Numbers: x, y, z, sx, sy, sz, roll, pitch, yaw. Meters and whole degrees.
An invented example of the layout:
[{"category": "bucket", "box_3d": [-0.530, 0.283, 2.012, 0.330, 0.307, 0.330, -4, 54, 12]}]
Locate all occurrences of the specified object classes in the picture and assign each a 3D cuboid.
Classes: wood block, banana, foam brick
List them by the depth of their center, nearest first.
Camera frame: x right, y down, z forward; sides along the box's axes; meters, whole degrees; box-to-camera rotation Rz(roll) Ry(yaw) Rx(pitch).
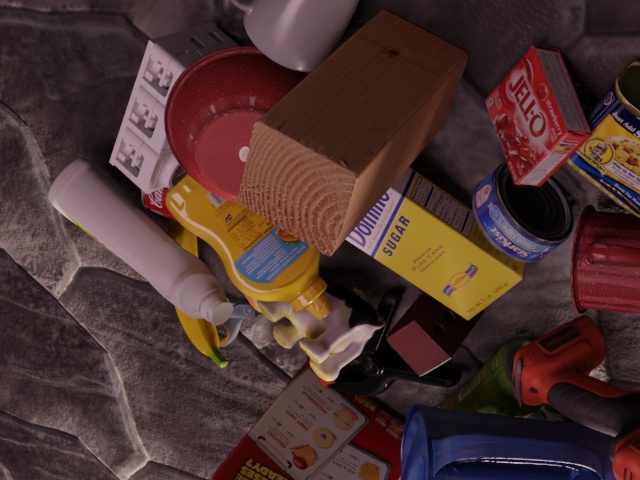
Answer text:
[{"category": "wood block", "box_3d": [0.030, -0.093, 0.870, 0.091, 0.205, 0.090, 30, 136, 13]}, {"category": "foam brick", "box_3d": [0.112, 0.084, 1.048, 0.053, 0.078, 0.051, 46, 139, -4]}, {"category": "banana", "box_3d": [-0.145, 0.048, 1.223, 0.070, 0.037, 0.198, -1, 107, 44]}]

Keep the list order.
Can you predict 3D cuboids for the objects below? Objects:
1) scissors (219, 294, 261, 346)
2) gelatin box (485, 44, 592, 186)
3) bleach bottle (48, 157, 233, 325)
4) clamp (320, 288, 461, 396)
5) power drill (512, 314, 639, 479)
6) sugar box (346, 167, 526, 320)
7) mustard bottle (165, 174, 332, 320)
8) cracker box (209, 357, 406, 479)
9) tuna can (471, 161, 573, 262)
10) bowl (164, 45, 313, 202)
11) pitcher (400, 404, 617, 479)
[{"category": "scissors", "box_3d": [-0.083, 0.094, 1.243, 0.202, 0.016, 0.096, 11, 126, 31]}, {"category": "gelatin box", "box_3d": [0.173, -0.100, 0.856, 0.073, 0.030, 0.089, -51, 45, 49]}, {"category": "bleach bottle", "box_3d": [-0.185, 0.008, 1.143, 0.251, 0.068, 0.102, 37, 176, 34]}, {"category": "clamp", "box_3d": [0.069, 0.131, 1.146, 0.120, 0.039, 0.172, 52, 136, 3]}, {"category": "power drill", "box_3d": [0.274, 0.130, 0.918, 0.188, 0.184, 0.057, 29, 133, 50]}, {"category": "sugar box", "box_3d": [0.095, -0.004, 0.988, 0.176, 0.048, 0.093, 31, 139, -10]}, {"category": "mustard bottle", "box_3d": [-0.057, 0.001, 1.047, 0.191, 0.096, 0.058, 49, 166, 0]}, {"category": "cracker box", "box_3d": [-0.007, 0.251, 1.169, 0.164, 0.213, 0.072, 35, 137, 7]}, {"category": "tuna can", "box_3d": [0.173, -0.026, 0.909, 0.086, 0.086, 0.034, 43, 136, -1]}, {"category": "bowl", "box_3d": [-0.063, -0.089, 0.951, 0.162, 0.055, 0.162, 1, 125, 2]}, {"category": "pitcher", "box_3d": [0.199, 0.222, 0.984, 0.242, 0.149, 0.145, 4, 105, -6]}]
